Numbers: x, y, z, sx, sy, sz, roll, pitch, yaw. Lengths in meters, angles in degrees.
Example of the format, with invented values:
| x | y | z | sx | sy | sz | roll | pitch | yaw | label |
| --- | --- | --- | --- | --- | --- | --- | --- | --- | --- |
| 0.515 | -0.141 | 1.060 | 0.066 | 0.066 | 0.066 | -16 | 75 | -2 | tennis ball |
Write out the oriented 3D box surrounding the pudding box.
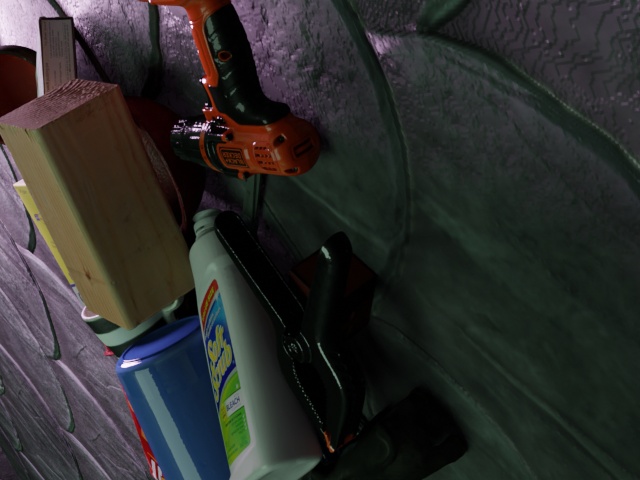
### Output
| x | y | z | sx | sy | sz | roll | pitch | yaw | label |
| --- | --- | --- | --- | --- | --- | --- | --- | --- | --- |
| -0.264 | -0.154 | 1.074 | 0.090 | 0.039 | 0.113 | 120 | 143 | -60 | pudding box |

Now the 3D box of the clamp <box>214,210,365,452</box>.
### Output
| x | y | z | sx | sy | sz | roll | pitch | yaw | label |
| --- | --- | --- | --- | --- | --- | --- | --- | --- | --- |
| -0.005 | 0.073 | 0.839 | 0.165 | 0.036 | 0.210 | 2 | 116 | 57 | clamp |

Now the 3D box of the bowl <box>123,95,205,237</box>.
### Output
| x | y | z | sx | sy | sz | roll | pitch | yaw | label |
| --- | --- | --- | --- | --- | --- | --- | --- | --- | --- |
| -0.159 | -0.079 | 1.020 | 0.162 | 0.055 | 0.162 | 39 | 148 | 30 | bowl |

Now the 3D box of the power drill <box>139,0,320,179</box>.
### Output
| x | y | z | sx | sy | sz | roll | pitch | yaw | label |
| --- | --- | --- | --- | --- | --- | --- | --- | --- | --- |
| -0.091 | -0.137 | 0.846 | 0.185 | 0.057 | 0.187 | 9 | 131 | 50 | power drill |

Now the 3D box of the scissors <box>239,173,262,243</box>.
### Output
| x | y | z | sx | sy | sz | roll | pitch | yaw | label |
| --- | --- | --- | --- | --- | --- | --- | --- | --- | --- |
| -0.056 | 0.001 | 0.985 | 0.096 | 0.016 | 0.202 | 52 | 153 | 5 | scissors |

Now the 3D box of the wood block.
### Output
| x | y | z | sx | sy | sz | roll | pitch | yaw | label |
| --- | --- | --- | --- | --- | --- | --- | --- | --- | --- |
| -0.200 | -0.034 | 0.977 | 0.091 | 0.090 | 0.206 | 16 | 133 | 50 | wood block |

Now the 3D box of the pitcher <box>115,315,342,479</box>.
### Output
| x | y | z | sx | sy | sz | roll | pitch | yaw | label |
| --- | --- | --- | --- | --- | --- | --- | --- | --- | --- |
| -0.090 | 0.195 | 1.038 | 0.145 | 0.149 | 0.243 | -11 | 108 | 48 | pitcher |

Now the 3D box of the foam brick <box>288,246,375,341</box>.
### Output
| x | y | z | sx | sy | sz | roll | pitch | yaw | label |
| --- | --- | --- | --- | --- | --- | --- | --- | --- | --- |
| 0.007 | 0.049 | 0.894 | 0.051 | 0.052 | 0.078 | 42 | 150 | 25 | foam brick |

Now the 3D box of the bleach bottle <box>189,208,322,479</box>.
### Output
| x | y | z | sx | sy | sz | roll | pitch | yaw | label |
| --- | --- | --- | --- | --- | --- | --- | --- | --- | --- |
| -0.071 | 0.091 | 0.953 | 0.103 | 0.068 | 0.251 | -51 | 51 | 54 | bleach bottle |
